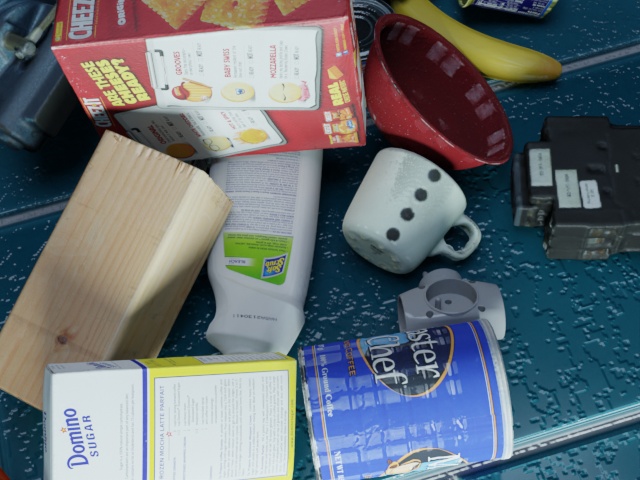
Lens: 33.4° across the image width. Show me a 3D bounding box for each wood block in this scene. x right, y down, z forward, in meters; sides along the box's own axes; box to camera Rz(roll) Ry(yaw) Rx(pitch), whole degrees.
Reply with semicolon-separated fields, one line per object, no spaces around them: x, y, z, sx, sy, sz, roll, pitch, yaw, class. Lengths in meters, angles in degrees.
-0.160;0.034;0.817;0.091;0.090;0.206;24;82;16;wood block

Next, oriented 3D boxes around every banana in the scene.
0.130;-0.195;0.997;0.069;0.037;0.198;-41;64;-18;banana

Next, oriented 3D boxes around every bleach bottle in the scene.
-0.056;0.001;0.881;0.102;0.068;0.250;2;62;9;bleach bottle

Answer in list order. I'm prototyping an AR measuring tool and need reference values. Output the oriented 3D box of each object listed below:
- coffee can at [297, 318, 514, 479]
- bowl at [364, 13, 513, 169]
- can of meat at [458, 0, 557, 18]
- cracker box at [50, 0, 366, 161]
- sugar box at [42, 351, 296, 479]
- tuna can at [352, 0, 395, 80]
0.060;0.117;0.777;0.140;0.103;0.103;-9;59;-1;coffee can
0.090;-0.116;0.914;0.162;0.055;0.162;31;37;-26;bowl
0.177;-0.263;1.011;0.083;0.058;0.102;8;58;-15;can of meat
-0.077;-0.135;0.825;0.214;0.164;0.072;-4;62;6;cracker box
-0.106;0.130;0.757;0.176;0.048;0.093;0;93;-21;sugar box
0.033;-0.190;1.004;0.086;0.034;0.086;-2;59;3;tuna can
